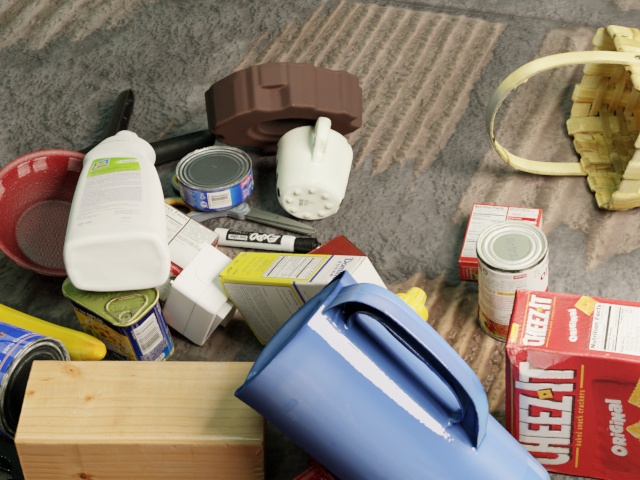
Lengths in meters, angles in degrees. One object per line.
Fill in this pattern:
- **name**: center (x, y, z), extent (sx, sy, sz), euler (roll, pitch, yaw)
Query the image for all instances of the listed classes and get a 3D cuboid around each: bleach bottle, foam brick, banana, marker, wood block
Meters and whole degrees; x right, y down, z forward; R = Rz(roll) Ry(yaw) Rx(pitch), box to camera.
- **bleach bottle**: center (-0.202, -0.045, 1.102), extent (0.102, 0.068, 0.251), euler (-4, 33, -2)
- **foam brick**: center (0.009, 0.041, 1.080), extent (0.078, 0.053, 0.051), euler (-31, 48, -18)
- **banana**: center (-0.297, 0.093, 1.082), extent (0.198, 0.069, 0.037), euler (18, 76, 15)
- **marker**: center (-0.058, 0.001, 1.156), extent (0.121, 0.020, 0.020), euler (6, 47, 17)
- **wood block**: center (-0.150, 0.167, 0.936), extent (0.206, 0.091, 0.090), euler (1, 43, -1)

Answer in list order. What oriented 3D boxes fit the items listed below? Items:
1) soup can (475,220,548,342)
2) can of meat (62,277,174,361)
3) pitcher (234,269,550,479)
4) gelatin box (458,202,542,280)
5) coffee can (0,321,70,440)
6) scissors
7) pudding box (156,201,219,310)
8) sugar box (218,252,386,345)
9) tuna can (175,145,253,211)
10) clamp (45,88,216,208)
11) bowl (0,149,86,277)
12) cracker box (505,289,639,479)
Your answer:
- **soup can**: center (0.182, 0.039, 1.012), extent (0.068, 0.102, 0.068), euler (-6, 45, 6)
- **can of meat**: center (-0.199, 0.077, 1.064), extent (0.102, 0.084, 0.057), euler (24, 54, 31)
- **pitcher**: center (0.065, 0.143, 0.837), extent (0.243, 0.149, 0.145), euler (41, 91, -1)
- **gelatin box**: center (0.186, 0.003, 1.098), extent (0.073, 0.030, 0.089), euler (5, 47, 18)
- **coffee can**: center (-0.329, 0.125, 1.030), extent (0.140, 0.103, 0.102), euler (14, 50, 23)
- **scissors**: center (-0.108, -0.026, 1.194), extent (0.202, 0.016, 0.096), euler (30, 55, 35)
- **pudding box**: center (-0.173, 0.016, 1.131), extent (0.090, 0.039, 0.113), euler (31, 53, 7)
- **sugar box**: center (-0.008, 0.058, 0.979), extent (0.177, 0.093, 0.048), euler (0, 40, 46)
- **tuna can**: center (-0.119, -0.070, 1.206), extent (0.086, 0.034, 0.086), euler (-3, 39, 2)
- **clamp**: center (-0.238, -0.095, 1.276), extent (0.165, 0.036, 0.209), euler (21, 55, 29)
- **bowl**: center (-0.287, -0.020, 1.173), extent (0.162, 0.055, 0.162), euler (9, 58, -15)
- **cracker box**: center (0.259, 0.129, 0.863), extent (0.214, 0.164, 0.072), euler (6, 45, 17)
